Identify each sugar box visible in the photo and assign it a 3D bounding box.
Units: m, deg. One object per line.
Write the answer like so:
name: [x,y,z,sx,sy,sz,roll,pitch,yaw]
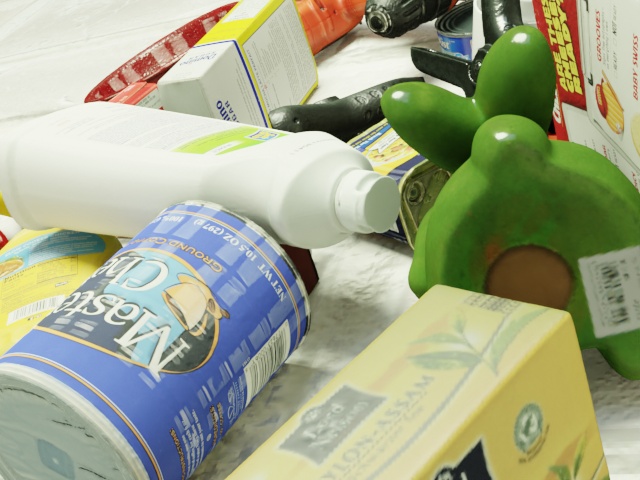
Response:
sugar box: [-0.059,-0.122,0.832,0.048,0.093,0.176,-3,32,28]

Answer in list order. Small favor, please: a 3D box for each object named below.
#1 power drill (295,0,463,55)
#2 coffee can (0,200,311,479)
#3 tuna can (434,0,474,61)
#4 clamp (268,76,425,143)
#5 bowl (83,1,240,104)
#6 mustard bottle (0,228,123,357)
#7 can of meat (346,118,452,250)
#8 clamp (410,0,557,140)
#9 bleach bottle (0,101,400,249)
power drill: [0.046,-0.202,0.905,0.188,0.057,0.184,-7,24,44]
coffee can: [-0.083,0.060,0.515,0.103,0.103,0.140,3,35,35]
tuna can: [0.137,-0.169,0.857,0.086,0.034,0.086,-15,29,8]
clamp: [-0.005,-0.074,0.739,0.209,0.036,0.165,-24,2,-44]
bowl: [-0.122,-0.141,0.921,0.162,0.055,0.162,-28,21,11]
mustard bottle: [-0.164,0.034,0.657,0.096,0.058,0.192,-20,29,-3]
can of meat: [0.063,-0.042,0.656,0.102,0.057,0.084,-33,30,-24]
clamp: [0.119,-0.123,0.700,0.039,0.120,0.171,-5,43,-27]
bleach bottle: [-0.069,-0.032,0.594,0.251,0.068,0.102,11,30,41]
